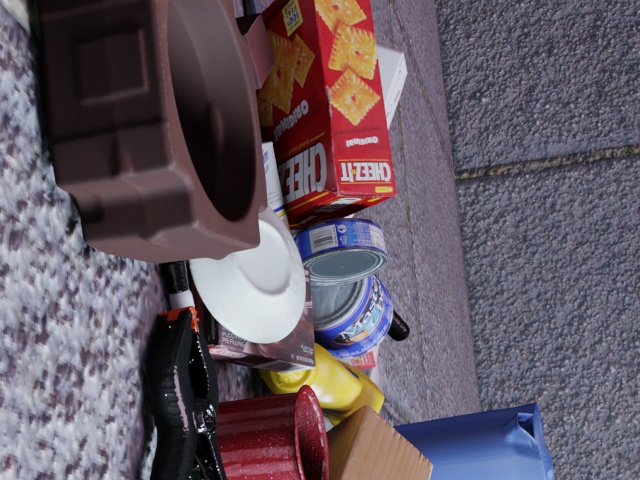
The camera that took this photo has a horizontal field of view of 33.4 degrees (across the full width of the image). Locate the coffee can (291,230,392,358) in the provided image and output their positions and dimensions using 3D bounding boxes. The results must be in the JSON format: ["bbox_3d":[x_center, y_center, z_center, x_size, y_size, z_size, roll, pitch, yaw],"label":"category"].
[{"bbox_3d":[0.011,0.057,1.093,0.140,0.103,0.103,51,33,-67],"label":"coffee can"}]

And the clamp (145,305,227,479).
[{"bbox_3d":[-0.089,0.134,0.746,0.120,0.039,0.171,62,23,-59],"label":"clamp"}]

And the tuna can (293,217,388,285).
[{"bbox_3d":[0.017,0.011,0.982,0.086,0.086,0.034,52,27,-65],"label":"tuna can"}]

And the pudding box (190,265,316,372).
[{"bbox_3d":[-0.054,0.055,0.863,0.113,0.039,0.090,21,59,-47],"label":"pudding box"}]

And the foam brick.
[{"bbox_3d":[-0.078,-0.169,0.969,0.078,0.051,0.053,-72,150,-63],"label":"foam brick"}]

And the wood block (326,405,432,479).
[{"bbox_3d":[0.019,0.247,0.901,0.091,0.090,0.206,43,31,-8],"label":"wood block"}]

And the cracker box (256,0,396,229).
[{"bbox_3d":[-0.009,-0.128,1.024,0.164,0.072,0.214,-22,-108,60],"label":"cracker box"}]

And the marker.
[{"bbox_3d":[-0.098,0.069,0.794,0.020,0.020,0.121,-43,123,-75],"label":"marker"}]

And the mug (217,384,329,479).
[{"bbox_3d":[-0.041,0.173,0.831,0.093,0.081,0.117,-69,148,-65],"label":"mug"}]

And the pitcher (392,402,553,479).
[{"bbox_3d":[0.135,0.265,1.178,0.145,0.243,0.149,-1,82,-77],"label":"pitcher"}]

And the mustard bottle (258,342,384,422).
[{"bbox_3d":[-0.006,0.129,0.991,0.058,0.096,0.191,-63,159,-7],"label":"mustard bottle"}]
